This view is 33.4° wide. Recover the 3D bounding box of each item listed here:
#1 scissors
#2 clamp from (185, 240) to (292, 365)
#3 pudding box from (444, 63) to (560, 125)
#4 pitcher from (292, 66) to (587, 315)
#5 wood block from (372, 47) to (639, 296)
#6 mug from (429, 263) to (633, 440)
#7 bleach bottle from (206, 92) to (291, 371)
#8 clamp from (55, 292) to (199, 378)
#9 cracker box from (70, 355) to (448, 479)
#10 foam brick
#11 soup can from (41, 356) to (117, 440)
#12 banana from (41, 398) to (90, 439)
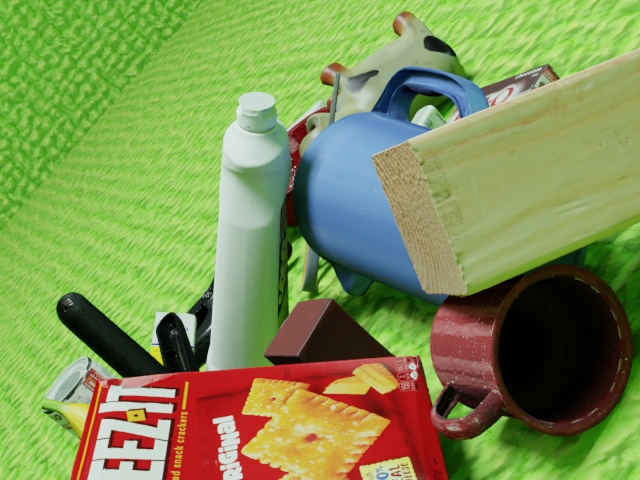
[{"bbox_3d":[0.001,-0.053,0.997,0.096,0.016,0.202,-122,39,-85],"label":"scissors"},{"bbox_3d":[-0.104,0.060,1.110,0.171,0.039,0.120,-51,19,-9],"label":"clamp"},{"bbox_3d":[0.146,-0.095,0.903,0.090,0.039,0.114,-55,22,-22],"label":"pudding box"},{"bbox_3d":[0.083,-0.028,0.772,0.145,0.149,0.243,-35,21,-13],"label":"pitcher"},{"bbox_3d":[0.146,-0.048,0.608,0.206,0.090,0.091,-22,2,-10],"label":"wood block"},{"bbox_3d":[0.108,0.069,0.607,0.117,0.093,0.082,-46,14,-18],"label":"mug"},{"bbox_3d":[-0.056,0.001,0.871,0.102,0.068,0.251,-79,-6,-54],"label":"bleach bottle"},{"bbox_3d":[-0.111,0.121,0.819,0.036,0.164,0.210,-44,61,10],"label":"clamp"},{"bbox_3d":[-0.034,0.142,0.623,0.213,0.072,0.164,-4,28,0],"label":"cracker box"},{"bbox_3d":[0.008,0.087,0.788,0.051,0.078,0.053,-7,44,58],"label":"foam brick"},{"bbox_3d":[-0.207,0.167,1.026,0.069,0.102,0.068,-39,22,19],"label":"soup can"},{"bbox_3d":[-0.188,0.214,0.928,0.069,0.037,0.198,-18,51,-13],"label":"banana"}]
